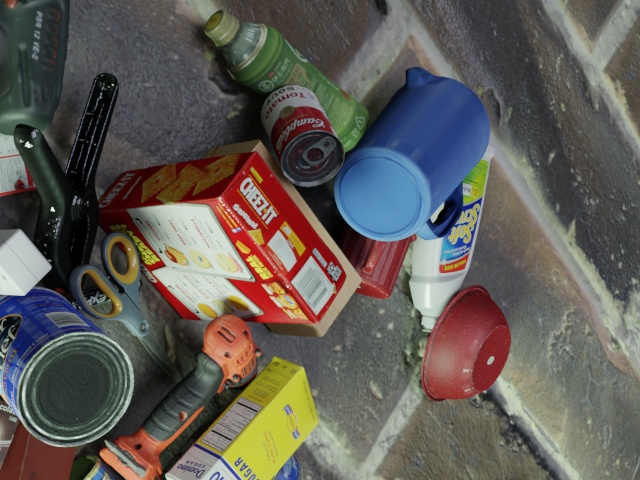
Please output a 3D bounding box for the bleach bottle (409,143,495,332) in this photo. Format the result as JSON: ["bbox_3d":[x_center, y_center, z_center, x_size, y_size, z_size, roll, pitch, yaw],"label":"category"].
[{"bbox_3d":[0.163,-0.007,1.371,0.102,0.068,0.251,10,86,-44],"label":"bleach bottle"}]

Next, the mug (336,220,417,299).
[{"bbox_3d":[0.059,0.016,1.247,0.093,0.117,0.081,22,77,-6],"label":"mug"}]

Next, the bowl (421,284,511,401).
[{"bbox_3d":[0.196,0.141,1.364,0.161,0.055,0.162,-29,130,-41],"label":"bowl"}]

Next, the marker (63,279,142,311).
[{"bbox_3d":[-0.228,0.057,1.052,0.120,0.020,0.020,-18,101,-40],"label":"marker"}]

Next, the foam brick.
[{"bbox_3d":[-0.264,0.198,0.996,0.052,0.051,0.078,21,75,-38],"label":"foam brick"}]

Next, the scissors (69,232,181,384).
[{"bbox_3d":[-0.180,0.066,1.071,0.201,0.016,0.096,47,54,-50],"label":"scissors"}]

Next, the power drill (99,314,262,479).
[{"bbox_3d":[-0.132,0.168,1.071,0.057,0.184,0.187,35,72,14],"label":"power drill"}]

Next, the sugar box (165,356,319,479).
[{"bbox_3d":[-0.074,0.210,1.082,0.176,0.048,0.093,-49,140,-34],"label":"sugar box"}]

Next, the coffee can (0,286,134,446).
[{"bbox_3d":[-0.239,0.108,0.945,0.102,0.140,0.103,-9,108,-30],"label":"coffee can"}]

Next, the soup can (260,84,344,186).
[{"bbox_3d":[-0.021,-0.113,1.129,0.068,0.102,0.068,-9,129,-12],"label":"soup can"}]

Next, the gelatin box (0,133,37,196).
[{"bbox_3d":[-0.301,-0.077,0.983,0.089,0.030,0.073,-15,98,-41],"label":"gelatin box"}]

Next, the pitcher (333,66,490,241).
[{"bbox_3d":[0.107,-0.083,1.210,0.149,0.145,0.242,32,32,5],"label":"pitcher"}]

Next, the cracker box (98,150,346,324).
[{"bbox_3d":[-0.100,0.001,1.035,0.164,0.214,0.072,53,56,-28],"label":"cracker box"}]

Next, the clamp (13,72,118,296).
[{"bbox_3d":[-0.230,-0.046,0.993,0.164,0.036,0.210,-59,160,-53],"label":"clamp"}]
